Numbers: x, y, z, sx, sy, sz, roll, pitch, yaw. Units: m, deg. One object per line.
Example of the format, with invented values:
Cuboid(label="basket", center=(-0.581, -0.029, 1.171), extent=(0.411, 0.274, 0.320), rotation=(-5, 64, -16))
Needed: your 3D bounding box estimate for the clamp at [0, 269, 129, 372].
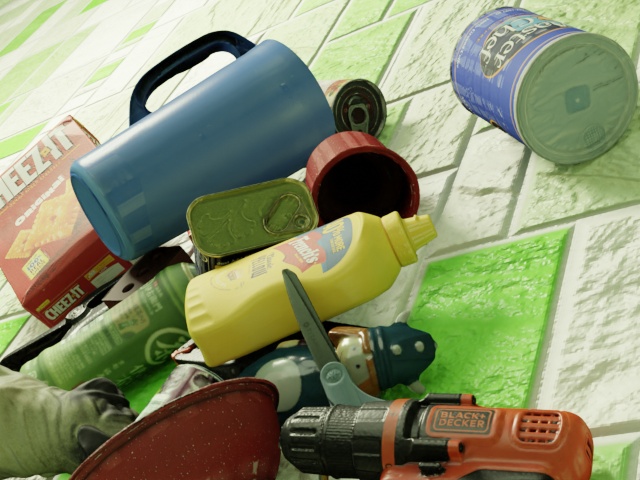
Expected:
Cuboid(label="clamp", center=(-0.243, 0.088, 1.063), extent=(0.120, 0.039, 0.171), rotation=(3, 38, 45))

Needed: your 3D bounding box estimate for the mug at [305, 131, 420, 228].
Cuboid(label="mug", center=(0.027, -0.036, 0.924), extent=(0.081, 0.093, 0.117), rotation=(-114, 44, -69))

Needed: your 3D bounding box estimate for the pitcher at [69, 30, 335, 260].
Cuboid(label="pitcher", center=(-0.120, -0.093, 1.036), extent=(0.242, 0.145, 0.149), rotation=(-32, 34, -20))

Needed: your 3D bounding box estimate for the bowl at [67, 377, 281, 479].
Cuboid(label="bowl", center=(-0.083, 0.157, 0.677), extent=(0.162, 0.162, 0.055), rotation=(-35, 64, -2))

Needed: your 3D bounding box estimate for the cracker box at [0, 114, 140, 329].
Cuboid(label="cracker box", center=(-0.284, -0.025, 1.180), extent=(0.164, 0.072, 0.214), rotation=(-42, 47, -2))

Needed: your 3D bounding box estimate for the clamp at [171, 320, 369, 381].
Cuboid(label="clamp", center=(-0.020, 0.060, 0.853), extent=(0.210, 0.036, 0.164), rotation=(-18, 29, 23))

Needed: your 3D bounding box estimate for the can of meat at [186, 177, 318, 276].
Cuboid(label="can of meat", center=(-0.056, 0.001, 0.880), extent=(0.102, 0.084, 0.057), rotation=(-14, 62, -11))

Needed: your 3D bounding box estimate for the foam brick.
Cuboid(label="foam brick", center=(-0.156, 0.048, 1.014), extent=(0.053, 0.051, 0.078), rotation=(-4, 38, 45))

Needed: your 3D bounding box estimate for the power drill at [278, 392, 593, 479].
Cuboid(label="power drill", center=(0.041, 0.159, 0.559), extent=(0.185, 0.057, 0.187), rotation=(-4, 39, 26))

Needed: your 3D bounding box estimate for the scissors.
Cuboid(label="scissors", center=(0.030, 0.091, 0.682), extent=(0.096, 0.016, 0.202), rotation=(-15, 55, 10))

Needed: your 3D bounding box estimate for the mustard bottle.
Cuboid(label="mustard bottle", center=(-0.004, 0.026, 0.795), extent=(0.192, 0.058, 0.096), rotation=(-23, 22, 7))

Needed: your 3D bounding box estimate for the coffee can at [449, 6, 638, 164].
Cuboid(label="coffee can", center=(0.179, -0.131, 0.875), extent=(0.103, 0.102, 0.140), rotation=(-34, 26, -1))

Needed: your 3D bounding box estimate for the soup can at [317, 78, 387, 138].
Cuboid(label="soup can", center=(0.013, -0.134, 1.115), extent=(0.068, 0.068, 0.102), rotation=(-44, 27, -21))
